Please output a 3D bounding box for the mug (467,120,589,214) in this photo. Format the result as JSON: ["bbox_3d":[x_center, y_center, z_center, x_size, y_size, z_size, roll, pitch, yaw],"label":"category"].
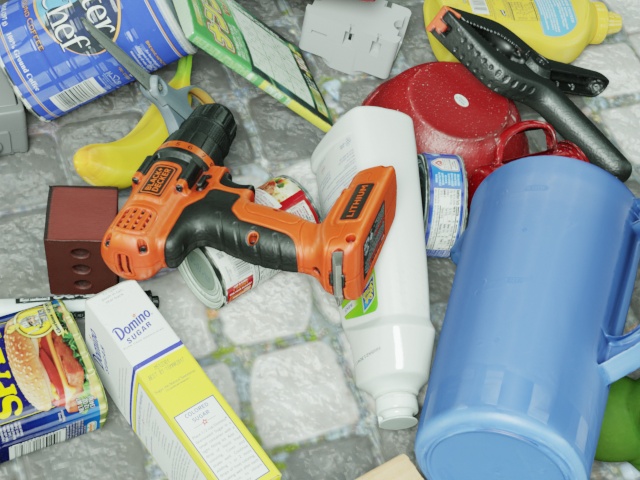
[{"bbox_3d":[0.172,-0.041,0.882,0.081,0.117,0.093,-13,20,-13],"label":"mug"}]

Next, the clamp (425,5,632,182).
[{"bbox_3d":[0.187,-0.137,0.935,0.209,0.036,0.164,24,36,-21],"label":"clamp"}]

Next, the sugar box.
[{"bbox_3d":[-0.098,0.118,0.728,0.048,0.093,0.176,-26,65,-26],"label":"sugar box"}]

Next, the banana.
[{"bbox_3d":[-0.147,-0.084,0.861,0.037,0.069,0.197,0,32,18],"label":"banana"}]

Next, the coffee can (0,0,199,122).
[{"bbox_3d":[-0.184,-0.171,0.871,0.140,0.102,0.103,-25,60,6],"label":"coffee can"}]

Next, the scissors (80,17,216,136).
[{"bbox_3d":[-0.125,-0.099,0.837,0.016,0.201,0.096,-11,78,22],"label":"scissors"}]

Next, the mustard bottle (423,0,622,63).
[{"bbox_3d":[0.201,-0.211,1.033,0.191,0.058,0.096,-3,51,-12],"label":"mustard bottle"}]

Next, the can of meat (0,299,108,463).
[{"bbox_3d":[-0.205,0.097,0.745,0.083,0.057,0.102,-17,61,-24],"label":"can of meat"}]

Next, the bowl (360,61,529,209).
[{"bbox_3d":[0.116,-0.107,0.948,0.162,0.055,0.162,5,55,-8],"label":"bowl"}]

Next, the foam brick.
[{"bbox_3d":[-0.178,0.001,0.803,0.053,0.078,0.051,1,56,-8],"label":"foam brick"}]

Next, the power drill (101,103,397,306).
[{"bbox_3d":[-0.043,-0.030,0.775,0.188,0.057,0.184,9,45,16],"label":"power drill"}]

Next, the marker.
[{"bbox_3d":[-0.182,0.050,0.804,0.121,0.020,0.020,-3,56,-13],"label":"marker"}]

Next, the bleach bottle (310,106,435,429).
[{"bbox_3d":[0.043,0.025,0.828,0.068,0.103,0.251,8,60,-22],"label":"bleach bottle"}]

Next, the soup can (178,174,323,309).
[{"bbox_3d":[-0.055,0.001,0.832,0.102,0.068,0.068,-31,67,-27],"label":"soup can"}]

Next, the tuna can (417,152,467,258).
[{"bbox_3d":[0.093,-0.029,0.870,0.033,0.086,0.086,3,55,-7],"label":"tuna can"}]

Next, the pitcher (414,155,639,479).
[{"bbox_3d":[0.152,0.061,0.723,0.145,0.149,0.242,24,47,0],"label":"pitcher"}]
